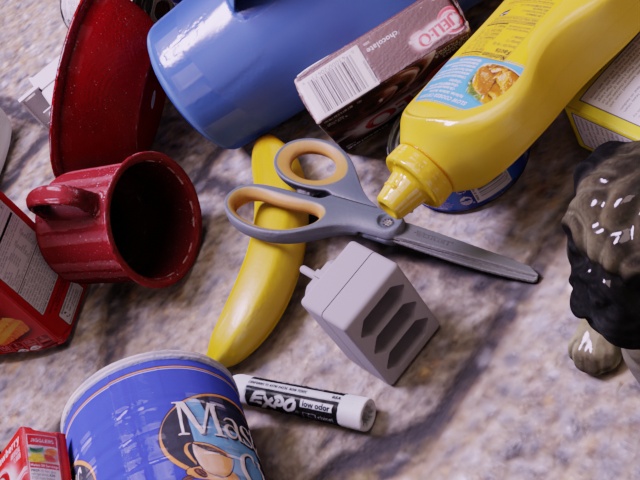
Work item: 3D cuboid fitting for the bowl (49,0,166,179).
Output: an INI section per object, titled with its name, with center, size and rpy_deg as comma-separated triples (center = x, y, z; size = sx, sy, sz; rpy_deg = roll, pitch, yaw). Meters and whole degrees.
[bowl]
center = -0.153, -0.113, 0.811
size = 0.055, 0.162, 0.162
rpy_deg = 13, 57, 1

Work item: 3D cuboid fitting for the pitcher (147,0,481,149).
[pitcher]
center = -0.003, -0.172, 0.735
size = 0.243, 0.149, 0.145
rpy_deg = -33, 22, 16

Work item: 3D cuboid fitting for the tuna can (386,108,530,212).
[tuna can]
center = 0.087, -0.060, 0.672
size = 0.086, 0.033, 0.086
rpy_deg = -18, 48, 20

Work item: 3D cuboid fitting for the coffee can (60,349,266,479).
[coffee can]
center = -0.076, 0.142, 0.563
size = 0.103, 0.102, 0.140
rpy_deg = -32, 45, 6

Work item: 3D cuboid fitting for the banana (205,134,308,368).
[banana]
center = -0.040, 0.003, 0.700
size = 0.070, 0.037, 0.197
rpy_deg = -4, 54, 30

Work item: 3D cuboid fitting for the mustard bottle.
[mustard bottle]
center = 0.102, -0.086, 0.612
size = 0.191, 0.058, 0.096
rpy_deg = -46, 28, -9

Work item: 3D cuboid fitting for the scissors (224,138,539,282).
[scissors]
center = 0.040, -0.023, 0.662
size = 0.202, 0.016, 0.096
rpy_deg = 7, 50, 17

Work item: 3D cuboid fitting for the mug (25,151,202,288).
[mug]
center = -0.150, -0.014, 0.733
size = 0.082, 0.117, 0.093
rpy_deg = -5, 75, 36

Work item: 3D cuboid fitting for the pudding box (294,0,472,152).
[pudding box]
center = 0.046, -0.108, 0.696
size = 0.113, 0.090, 0.039
rpy_deg = -29, 77, 8

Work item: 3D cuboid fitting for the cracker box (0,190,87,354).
[cracker box]
center = -0.291, 0.004, 0.734
size = 0.164, 0.213, 0.072
rpy_deg = -10, 51, 26

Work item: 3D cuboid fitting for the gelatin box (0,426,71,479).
[gelatin box]
center = -0.162, 0.154, 0.562
size = 0.089, 0.030, 0.073
rpy_deg = -49, 41, 30

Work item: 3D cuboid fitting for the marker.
[marker]
center = -0.025, 0.091, 0.625
size = 0.121, 0.020, 0.020
rpy_deg = 6, 59, 31
